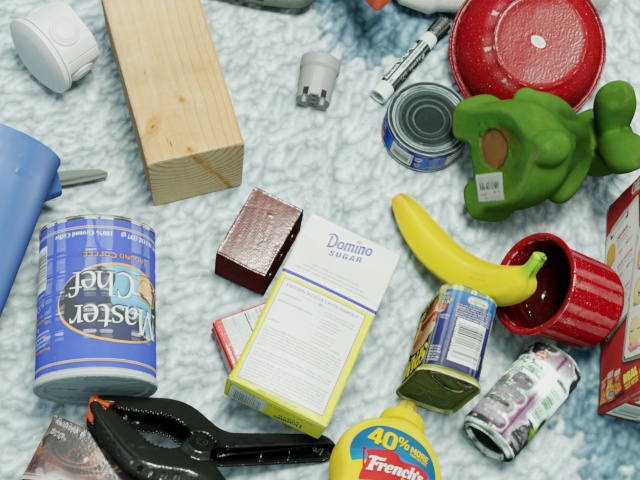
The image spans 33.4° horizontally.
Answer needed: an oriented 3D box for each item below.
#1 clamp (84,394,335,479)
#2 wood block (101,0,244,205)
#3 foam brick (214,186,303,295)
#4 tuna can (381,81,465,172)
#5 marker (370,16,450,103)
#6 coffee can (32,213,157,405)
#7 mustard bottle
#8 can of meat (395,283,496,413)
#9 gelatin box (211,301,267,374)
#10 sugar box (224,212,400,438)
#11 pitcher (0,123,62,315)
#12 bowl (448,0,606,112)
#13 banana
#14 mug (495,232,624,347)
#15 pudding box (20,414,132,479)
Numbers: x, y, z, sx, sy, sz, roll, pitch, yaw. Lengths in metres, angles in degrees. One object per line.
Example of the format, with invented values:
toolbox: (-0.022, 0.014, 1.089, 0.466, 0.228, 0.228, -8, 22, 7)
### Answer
clamp: (-0.093, 0.176, 0.884, 0.210, 0.036, 0.164, 25, 29, 13)
wood block: (-0.142, -0.152, 1.011, 0.090, 0.091, 0.206, -14, 70, -11)
foam brick: (-0.056, 0.001, 0.978, 0.051, 0.053, 0.078, 27, 69, 5)
tuna can: (0.104, -0.113, 1.050, 0.086, 0.034, 0.086, 2, 68, -5)
marker: (0.094, -0.186, 1.086, 0.020, 0.020, 0.121, 37, 70, 9)
coffee can: (-0.191, 0.061, 0.914, 0.102, 0.103, 0.140, -1, 68, -6)
mustard bottle: (0.050, 0.203, 0.879, 0.096, 0.058, 0.191, 28, 39, -1)
can of meat: (0.111, 0.095, 0.932, 0.057, 0.102, 0.084, 20, 65, -2)
gelatin box: (-0.043, 0.094, 0.955, 0.089, 0.030, 0.073, -20, 71, -16)
sugar box: (-0.005, 0.072, 0.928, 0.093, 0.048, 0.176, 26, 61, 1)
pitcher: (-0.325, 0.015, 0.893, 0.149, 0.145, 0.243, 14, 75, 0)
bowl: (0.210, -0.192, 1.050, 0.162, 0.055, 0.162, 0, 91, -2)
banana: (0.130, 0.014, 0.963, 0.037, 0.198, 0.070, -3, 109, -37)
mug: (0.209, 0.046, 0.962, 0.081, 0.117, 0.093, 20, 88, -35)
pudding box: (-0.191, 0.211, 0.889, 0.113, 0.039, 0.090, 23, 68, 4)
